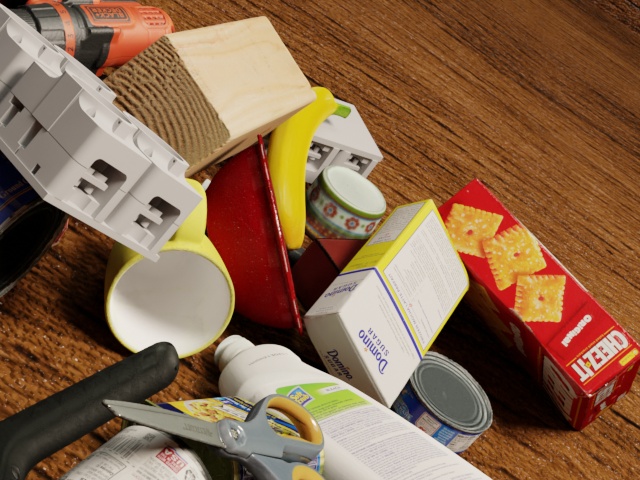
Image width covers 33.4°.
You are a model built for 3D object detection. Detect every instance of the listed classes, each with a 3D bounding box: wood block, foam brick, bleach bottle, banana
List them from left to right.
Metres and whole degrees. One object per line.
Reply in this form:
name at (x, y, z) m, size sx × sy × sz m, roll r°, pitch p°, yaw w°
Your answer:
wood block at (-0.090, -0.113, 0.855) m, size 0.090 × 0.091 × 0.205 m, roll 57°, pitch 22°, yaw -3°
banana at (-0.017, -0.080, 0.970) m, size 0.069 × 0.037 × 0.197 m, roll 36°, pitch 49°, yaw -17°
foam brick at (0.021, 0.033, 0.929) m, size 0.078 × 0.053 × 0.051 m, roll 3°, pitch 44°, yaw -47°
bleach bottle at (0.019, 0.137, 0.714) m, size 0.102 × 0.068 × 0.251 m, roll -5°, pitch 30°, yaw -44°

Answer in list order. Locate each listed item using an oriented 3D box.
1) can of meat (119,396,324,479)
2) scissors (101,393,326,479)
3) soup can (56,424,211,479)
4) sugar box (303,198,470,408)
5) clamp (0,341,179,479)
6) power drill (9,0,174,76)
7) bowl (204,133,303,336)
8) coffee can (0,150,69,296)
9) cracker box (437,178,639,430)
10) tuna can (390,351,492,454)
can of meat at (-0.061, 0.133, 0.657) m, size 0.102 × 0.057 × 0.083 m, roll 18°, pitch 10°, yaw 40°
scissors at (-0.037, 0.119, 0.547) m, size 0.096 × 0.016 × 0.201 m, roll 62°, pitch 17°, yaw 15°
soup can at (-0.106, 0.142, 0.511) m, size 0.068 × 0.069 × 0.102 m, roll 42°, pitch 40°, yaw 10°
sugar box at (0.058, 0.050, 0.873) m, size 0.176 × 0.048 × 0.093 m, roll -45°, pitch 115°, yaw -44°
clamp at (-0.192, 0.109, 0.554) m, size 0.165 × 0.036 × 0.209 m, roll 10°, pitch 40°, yaw 25°
power drill at (-0.226, -0.202, 0.828) m, size 0.184 × 0.057 × 0.188 m, roll -10°, pitch 58°, yaw -45°
bowl at (-0.055, 0.001, 0.834) m, size 0.055 × 0.162 × 0.162 m, roll -12°, pitch 40°, yaw -1°
coffee can at (-0.246, -0.036, 0.682) m, size 0.140 × 0.103 × 0.102 m, roll 40°, pitch 29°, yaw 5°
cracker box at (0.192, 0.064, 0.985) m, size 0.214 × 0.072 × 0.164 m, roll 50°, pitch -4°, yaw 22°
tuna can at (0.098, 0.135, 0.886) m, size 0.086 × 0.034 × 0.086 m, roll 27°, pitch 30°, yaw -18°
